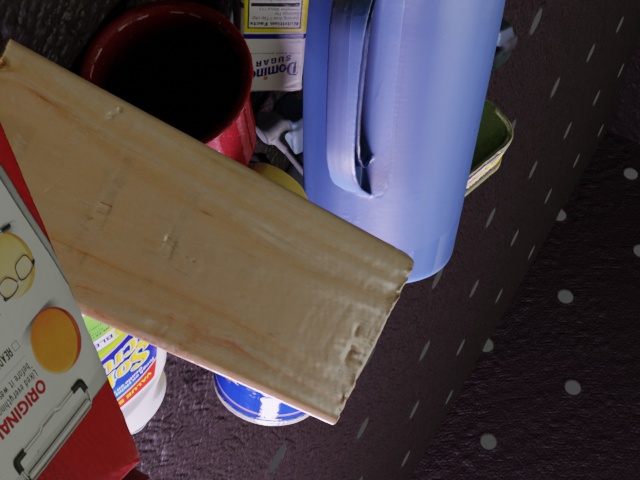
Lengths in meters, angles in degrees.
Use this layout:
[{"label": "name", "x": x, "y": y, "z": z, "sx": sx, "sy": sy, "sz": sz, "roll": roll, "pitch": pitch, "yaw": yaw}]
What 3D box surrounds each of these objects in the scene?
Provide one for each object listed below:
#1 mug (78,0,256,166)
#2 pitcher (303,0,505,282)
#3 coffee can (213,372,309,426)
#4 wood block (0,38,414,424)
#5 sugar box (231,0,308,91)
[{"label": "mug", "x": -0.078, "y": -0.062, "z": 0.591, "sx": 0.081, "sy": 0.093, "sz": 0.117, "roll": 82, "pitch": -3, "yaw": -70}, {"label": "pitcher", "x": 0.044, "y": -0.092, "z": 0.699, "sx": 0.149, "sy": 0.145, "sz": 0.243, "roll": -10, "pitch": 123, "yaw": -23}, {"label": "coffee can", "x": -0.036, "y": 0.076, "z": 0.917, "sx": 0.102, "sy": 0.103, "sz": 0.140, "roll": -48, "pitch": 157, "yaw": -44}, {"label": "wood block", "x": -0.074, "y": -0.002, "z": 0.493, "sx": 0.090, "sy": 0.205, "sz": 0.091, "roll": -63, "pitch": -156, "yaw": -3}, {"label": "sugar box", "x": -0.027, "y": -0.180, "z": 0.602, "sx": 0.176, "sy": 0.048, "sz": 0.093, "roll": 93, "pitch": -7, "yaw": -50}]
